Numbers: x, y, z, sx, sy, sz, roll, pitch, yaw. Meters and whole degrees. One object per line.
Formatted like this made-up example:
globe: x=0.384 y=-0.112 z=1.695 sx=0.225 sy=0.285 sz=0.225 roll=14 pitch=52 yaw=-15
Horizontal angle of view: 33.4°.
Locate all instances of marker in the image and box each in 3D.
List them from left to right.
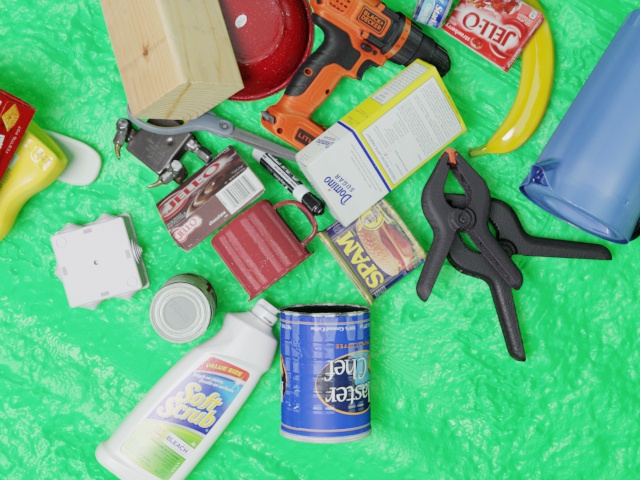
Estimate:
marker: x=-0.034 y=-0.065 z=1.176 sx=0.020 sy=0.020 sz=0.121 roll=-46 pitch=57 yaw=1

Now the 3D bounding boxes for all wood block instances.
wood block: x=-0.167 y=-0.240 z=1.123 sx=0.091 sy=0.090 sz=0.206 roll=-25 pitch=78 yaw=41

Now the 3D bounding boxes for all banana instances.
banana: x=0.229 y=-0.179 z=1.205 sx=0.069 sy=0.037 sz=0.198 roll=17 pitch=92 yaw=-3

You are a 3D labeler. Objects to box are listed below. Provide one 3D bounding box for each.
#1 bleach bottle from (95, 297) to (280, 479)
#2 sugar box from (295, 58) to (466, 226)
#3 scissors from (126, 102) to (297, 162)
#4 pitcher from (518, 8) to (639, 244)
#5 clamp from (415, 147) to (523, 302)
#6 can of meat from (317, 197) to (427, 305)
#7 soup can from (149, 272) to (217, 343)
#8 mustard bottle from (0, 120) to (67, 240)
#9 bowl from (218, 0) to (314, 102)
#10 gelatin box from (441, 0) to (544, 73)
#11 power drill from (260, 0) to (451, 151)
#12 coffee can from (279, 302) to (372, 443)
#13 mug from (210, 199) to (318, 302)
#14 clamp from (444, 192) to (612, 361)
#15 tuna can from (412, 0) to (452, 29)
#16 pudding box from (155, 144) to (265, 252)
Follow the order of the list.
bleach bottle: x=-0.137 y=0.167 z=1.198 sx=0.102 sy=0.068 sz=0.251 roll=37 pitch=89 yaw=-5
sugar box: x=0.066 y=-0.106 z=1.156 sx=0.176 sy=0.048 sz=0.093 roll=-37 pitch=122 yaw=-4
scissors: x=-0.113 y=-0.142 z=1.189 sx=0.201 sy=0.016 sz=0.096 roll=9 pitch=59 yaw=-11
pitcher: x=0.338 y=-0.122 z=1.176 sx=0.145 sy=0.149 sz=0.243 roll=29 pitch=88 yaw=11
clamp: x=0.163 y=-0.015 z=1.176 sx=0.120 sy=0.039 sz=0.171 roll=3 pitch=81 yaw=-14
can of meat: x=0.059 y=0.007 z=1.199 sx=0.084 sy=0.057 sz=0.102 roll=-36 pitch=94 yaw=-3
soup can: x=-0.150 y=0.073 z=1.171 sx=0.068 sy=0.102 sz=0.068 roll=0 pitch=93 yaw=-3
mustard bottle: x=-0.366 y=-0.047 z=1.150 sx=0.096 sy=0.058 sz=0.192 roll=43 pitch=98 yaw=8
bowl: x=-0.086 y=-0.236 z=1.181 sx=0.162 sy=0.055 sz=0.162 roll=0 pitch=93 yaw=-2
gelatin box: x=0.192 y=-0.241 z=1.186 sx=0.089 sy=0.030 sz=0.073 roll=38 pitch=101 yaw=16
power drill: x=0.034 y=-0.174 z=1.176 sx=0.184 sy=0.057 sz=0.188 roll=28 pitch=95 yaw=-23
coffee can: x=0.006 y=0.144 z=1.181 sx=0.103 sy=0.103 sz=0.140 roll=0 pitch=93 yaw=-2
mug: x=-0.058 y=0.001 z=1.177 sx=0.117 sy=0.093 sz=0.081 roll=-37 pitch=89 yaw=10
clamp: x=0.216 y=0.011 z=1.214 sx=0.164 sy=0.036 sz=0.210 roll=-43 pitch=91 yaw=0
tuna can: x=0.130 y=-0.278 z=1.171 sx=0.033 sy=0.086 sz=0.086 roll=20 pitch=92 yaw=-2
pudding box: x=-0.123 y=-0.047 z=1.170 sx=0.113 sy=0.090 sz=0.039 roll=-37 pitch=118 yaw=-1
